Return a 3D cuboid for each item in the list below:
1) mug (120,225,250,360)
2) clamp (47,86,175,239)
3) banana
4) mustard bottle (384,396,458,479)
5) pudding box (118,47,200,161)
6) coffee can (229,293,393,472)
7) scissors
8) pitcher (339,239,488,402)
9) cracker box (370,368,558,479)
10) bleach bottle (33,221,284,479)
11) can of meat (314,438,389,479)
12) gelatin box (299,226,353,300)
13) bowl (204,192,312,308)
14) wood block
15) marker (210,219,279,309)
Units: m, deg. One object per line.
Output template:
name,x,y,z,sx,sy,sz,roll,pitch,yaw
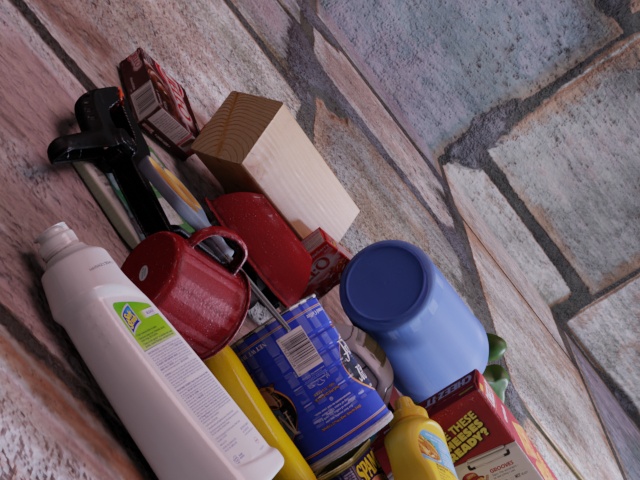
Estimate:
mug,-0.112,0.036,0.903,0.081,0.117,0.093,37,11,-39
clamp,-0.186,-0.074,0.996,0.164,0.036,0.210,51,13,-30
banana,-0.058,0.157,0.957,0.198,0.037,0.069,58,15,8
mustard bottle,0.104,0.234,1.046,0.096,0.058,0.191,41,24,-41
pudding box,-0.183,-0.157,1.234,0.090,0.039,0.113,41,21,-47
coffee can,-0.011,0.137,1.019,0.140,0.103,0.102,57,15,5
scissors,-0.097,-0.001,0.989,0.201,0.016,0.096,49,3,-12
pitcher,0.101,0.086,1.236,0.242,0.149,0.145,52,49,-58
cracker box,0.163,0.272,1.160,0.213,0.164,0.072,54,13,-8
bleach bottle,-0.132,0.094,0.813,0.251,0.068,0.102,54,14,4
can of meat,0.036,0.248,1.023,0.084,0.057,0.102,60,15,5
gelatin box,-0.010,0.035,1.267,0.073,0.089,0.030,40,17,-43
bowl,-0.058,0.001,1.169,0.162,0.055,0.162,52,0,-1
wood block,-0.050,-0.071,1.262,0.090,0.090,0.206,20,-22,41
marker,-0.085,0.029,1.184,0.121,0.020,0.020,53,15,-12
